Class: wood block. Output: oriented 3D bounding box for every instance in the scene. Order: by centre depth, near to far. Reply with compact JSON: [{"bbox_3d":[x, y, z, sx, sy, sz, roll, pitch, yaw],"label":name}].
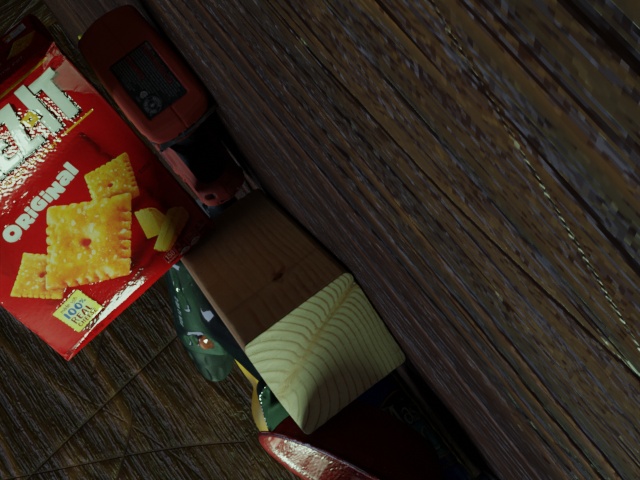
[{"bbox_3d":[-0.031,0.045,0.816,0.090,0.091,0.206,57,174,-27],"label":"wood block"}]

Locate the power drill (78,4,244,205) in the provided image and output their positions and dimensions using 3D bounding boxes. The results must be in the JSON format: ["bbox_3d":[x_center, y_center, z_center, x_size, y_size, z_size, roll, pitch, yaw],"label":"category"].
[{"bbox_3d":[-0.135,-0.120,0.858,0.184,0.057,0.187,49,177,8],"label":"power drill"}]

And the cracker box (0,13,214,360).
[{"bbox_3d":[-0.204,-0.033,0.807,0.072,0.164,0.213,43,173,50],"label":"cracker box"}]

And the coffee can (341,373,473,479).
[{"bbox_3d":[0.056,0.190,0.916,0.140,0.102,0.103,52,174,16],"label":"coffee can"}]

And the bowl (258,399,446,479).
[{"bbox_3d":[0.035,0.164,0.804,0.162,0.055,0.162,26,159,11],"label":"bowl"}]
